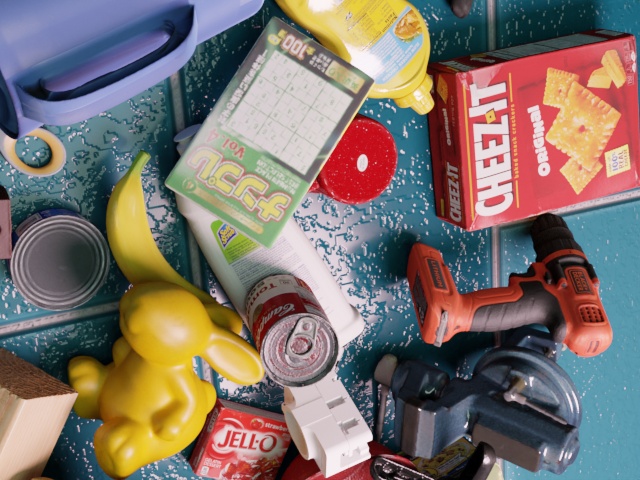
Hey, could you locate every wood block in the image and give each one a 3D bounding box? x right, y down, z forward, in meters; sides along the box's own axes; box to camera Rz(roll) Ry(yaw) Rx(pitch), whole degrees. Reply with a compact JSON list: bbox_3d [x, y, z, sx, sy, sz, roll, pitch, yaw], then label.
[{"bbox_3d":[-0.302,0.203,0.905,0.090,0.090,0.206,26,94,16],"label":"wood block"}]

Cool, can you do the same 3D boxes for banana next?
[{"bbox_3d":[-0.144,0.017,0.957,0.069,0.037,0.198,-29,126,-11],"label":"banana"}]

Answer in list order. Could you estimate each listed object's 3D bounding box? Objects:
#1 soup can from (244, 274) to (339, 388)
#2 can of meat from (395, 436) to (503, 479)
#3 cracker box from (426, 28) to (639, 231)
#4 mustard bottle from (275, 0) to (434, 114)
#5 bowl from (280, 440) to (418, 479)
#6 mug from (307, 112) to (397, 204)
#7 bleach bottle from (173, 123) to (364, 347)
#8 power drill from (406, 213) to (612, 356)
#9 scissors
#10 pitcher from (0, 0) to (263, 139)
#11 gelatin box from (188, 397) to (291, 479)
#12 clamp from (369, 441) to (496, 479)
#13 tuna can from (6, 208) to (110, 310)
[{"bbox_3d":[-0.027,0.077,0.935,0.068,0.102,0.068,-4,109,-11],"label":"soup can"},{"bbox_3d":[0.134,0.255,1.144,0.102,0.084,0.057,-24,114,-17],"label":"can of meat"},{"bbox_3d":[0.220,-0.114,1.083,0.213,0.072,0.164,-14,110,-20],"label":"cracker box"},{"bbox_3d":[0.047,-0.190,0.987,0.096,0.058,0.191,-47,118,-9],"label":"mustard bottle"},{"bbox_3d":[0.017,0.248,1.084,0.162,0.055,0.162,-14,137,-14],"label":"bowl"},{"bbox_3d":[0.009,-0.075,0.990,0.117,0.082,0.093,-29,115,-15],"label":"mug"},{"bbox_3d":[-0.057,0.001,0.994,0.102,0.068,0.250,-32,114,-10],"label":"bleach bottle"},{"bbox_3d":[0.186,0.039,1.081,0.187,0.184,0.057,-2,132,-7],"label":"power drill"},{"bbox_3d":[-0.291,-0.100,0.881,0.201,0.016,0.096,-2,106,-24],"label":"scissors"},{"bbox_3d":[-0.162,-0.181,0.840,0.242,0.145,0.149,-29,95,-22],"label":"pitcher"},{"bbox_3d":[-0.078,0.203,1.061,0.089,0.030,0.073,20,96,-29],"label":"gelatin box"},{"bbox_3d":[0.119,0.249,1.044,0.120,0.039,0.171,-2,137,16],"label":"clamp"},{"bbox_3d":[-0.230,0.016,0.933,0.086,0.034,0.086,-7,108,-23],"label":"tuna can"}]
